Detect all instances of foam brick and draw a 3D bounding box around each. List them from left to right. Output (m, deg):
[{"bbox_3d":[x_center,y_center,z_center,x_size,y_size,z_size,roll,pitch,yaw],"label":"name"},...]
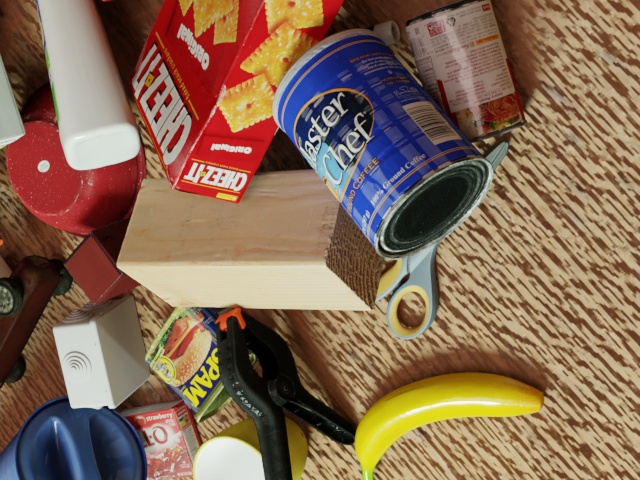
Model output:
[{"bbox_3d":[-0.191,0.017,1.010,0.053,0.078,0.051,51,121,9],"label":"foam brick"}]

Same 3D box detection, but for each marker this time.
[{"bbox_3d":[0.008,-0.159,0.885,0.121,0.020,0.020,-8,100,30],"label":"marker"}]

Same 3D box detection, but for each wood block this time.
[{"bbox_3d":[-0.056,0.001,0.904,0.206,0.090,0.090,-1,64,31],"label":"wood block"}]

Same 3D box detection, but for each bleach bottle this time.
[{"bbox_3d":[-0.224,-0.197,0.955,0.068,0.103,0.251,-14,79,-11],"label":"bleach bottle"}]

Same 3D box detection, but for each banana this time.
[{"bbox_3d":[0.096,0.151,0.922,0.198,0.037,0.069,-32,107,33],"label":"banana"}]

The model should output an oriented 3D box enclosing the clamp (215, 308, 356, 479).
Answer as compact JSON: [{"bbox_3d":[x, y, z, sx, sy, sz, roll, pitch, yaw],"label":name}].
[{"bbox_3d":[-0.044,0.143,0.927,0.039,0.120,0.171,-33,99,35],"label":"clamp"}]

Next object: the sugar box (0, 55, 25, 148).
[{"bbox_3d":[-0.347,-0.123,1.031,0.177,0.048,0.093,-14,94,56],"label":"sugar box"}]

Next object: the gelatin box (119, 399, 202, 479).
[{"bbox_3d":[-0.165,0.204,1.078,0.089,0.030,0.073,-13,98,30],"label":"gelatin box"}]

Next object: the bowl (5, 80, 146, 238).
[{"bbox_3d":[-0.249,-0.074,1.027,0.162,0.055,0.162,8,108,26],"label":"bowl"}]

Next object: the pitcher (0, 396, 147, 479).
[{"bbox_3d":[-0.287,0.271,1.081,0.145,0.149,0.243,56,134,8],"label":"pitcher"}]

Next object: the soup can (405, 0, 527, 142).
[{"bbox_3d":[0.110,-0.127,0.811,0.069,0.068,0.102,-14,97,30],"label":"soup can"}]

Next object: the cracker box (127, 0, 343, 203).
[{"bbox_3d":[-0.073,-0.165,0.851,0.214,0.072,0.164,-59,38,27],"label":"cracker box"}]

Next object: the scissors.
[{"bbox_3d":[0.101,0.011,0.886,0.202,0.016,0.096,-36,84,32],"label":"scissors"}]

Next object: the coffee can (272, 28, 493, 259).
[{"bbox_3d":[0.044,-0.071,0.782,0.140,0.102,0.103,53,123,26],"label":"coffee can"}]

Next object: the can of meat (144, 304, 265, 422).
[{"bbox_3d":[-0.108,0.105,1.004,0.084,0.057,0.102,44,119,13],"label":"can of meat"}]
